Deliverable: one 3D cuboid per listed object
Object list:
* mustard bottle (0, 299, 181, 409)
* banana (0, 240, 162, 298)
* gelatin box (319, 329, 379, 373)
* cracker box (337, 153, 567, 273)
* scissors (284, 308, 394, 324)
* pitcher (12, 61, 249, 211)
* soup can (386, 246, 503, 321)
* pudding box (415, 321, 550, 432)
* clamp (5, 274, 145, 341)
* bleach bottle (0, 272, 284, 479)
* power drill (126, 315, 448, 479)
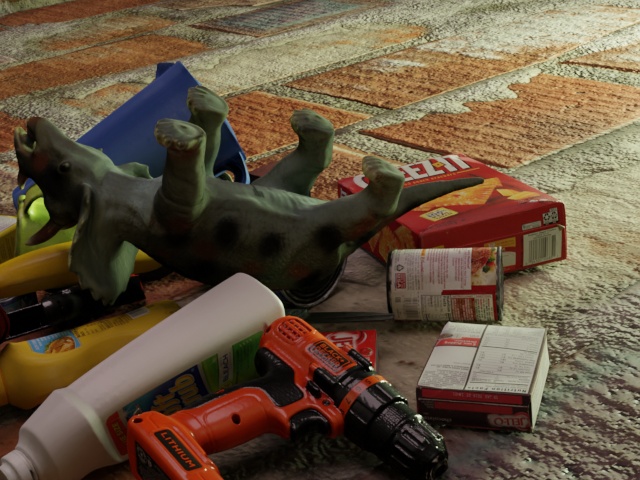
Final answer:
[{"bbox_3d":[-0.209,0.102,0.913,0.191,0.058,0.096,-15,11,-20],"label":"mustard bottle"},{"bbox_3d":[-0.215,0.024,0.978,0.197,0.070,0.037,-8,62,-34],"label":"banana"},{"bbox_3d":[0.011,0.106,0.889,0.073,0.030,0.089,-3,23,6],"label":"gelatin box"},{"bbox_3d":[0.132,-0.026,1.127,0.164,0.072,0.214,-13,23,-18],"label":"cracker box"},{"bbox_3d":[-0.037,0.078,0.956,0.202,0.016,0.096,5,29,45],"label":"scissors"},{"bbox_3d":[-0.206,-0.070,1.175,0.243,0.145,0.149,-36,31,-4],"label":"pitcher"},{"bbox_3d":[0.115,0.040,0.975,0.102,0.068,0.068,-1,23,12],"label":"soup can"},{"bbox_3d":[0.131,0.107,0.849,0.090,0.039,0.113,3,26,19],"label":"pudding box"},{"bbox_3d":[-0.231,0.062,0.993,0.165,0.036,0.209,-16,0,39],"label":"clamp"},{"bbox_3d":[-0.136,0.122,0.822,0.068,0.103,0.250,34,48,29],"label":"bleach bottle"},{"bbox_3d":[-0.027,0.141,0.759,0.187,0.057,0.185,-24,42,-34],"label":"power drill"}]
